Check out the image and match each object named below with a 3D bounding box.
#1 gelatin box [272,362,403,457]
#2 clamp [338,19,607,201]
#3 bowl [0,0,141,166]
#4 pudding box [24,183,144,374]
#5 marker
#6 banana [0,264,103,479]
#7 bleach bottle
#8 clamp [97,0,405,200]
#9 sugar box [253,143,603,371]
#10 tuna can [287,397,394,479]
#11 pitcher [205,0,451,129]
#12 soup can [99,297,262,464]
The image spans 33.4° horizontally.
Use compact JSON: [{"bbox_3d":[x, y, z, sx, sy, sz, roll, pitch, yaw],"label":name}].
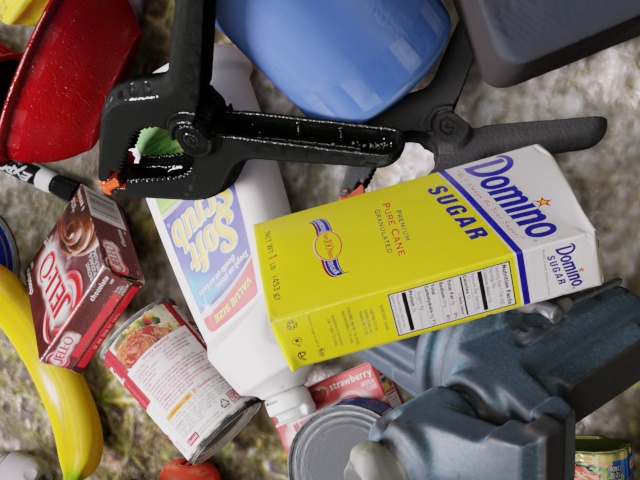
[{"bbox_3d":[0.016,0.129,0.734,0.089,0.030,0.073,-25,84,23],"label":"gelatin box"},{"bbox_3d":[0.076,-0.076,0.659,0.171,0.039,0.120,-27,71,-8],"label":"clamp"},{"bbox_3d":[-0.168,-0.115,0.744,0.055,0.162,0.162,24,105,-8],"label":"bowl"},{"bbox_3d":[-0.173,0.027,0.773,0.090,0.039,0.113,-53,33,17],"label":"pudding box"},{"bbox_3d":[-0.232,-0.056,0.833,0.121,0.020,0.020,25,103,20],"label":"marker"},{"bbox_3d":[-0.208,0.098,0.808,0.037,0.069,0.198,-26,84,5],"label":"banana"},{"bbox_3d":[-0.055,0.001,0.725,0.103,0.068,0.251,-26,80,25],"label":"bleach bottle"},{"bbox_3d":[-0.075,-0.080,0.635,0.210,0.036,0.164,-16,127,39],"label":"clamp"},{"bbox_3d":[0.055,0.006,0.591,0.176,0.093,0.048,-18,127,3],"label":"sugar box"},{"bbox_3d":[0.024,0.147,0.696,0.086,0.033,0.086,1,93,20],"label":"tuna can"},{"bbox_3d":[-0.029,-0.180,0.607,0.145,0.149,0.242,-32,116,25],"label":"pitcher"},{"bbox_3d":[-0.099,0.100,0.762,0.102,0.068,0.069,46,110,13],"label":"soup can"}]
